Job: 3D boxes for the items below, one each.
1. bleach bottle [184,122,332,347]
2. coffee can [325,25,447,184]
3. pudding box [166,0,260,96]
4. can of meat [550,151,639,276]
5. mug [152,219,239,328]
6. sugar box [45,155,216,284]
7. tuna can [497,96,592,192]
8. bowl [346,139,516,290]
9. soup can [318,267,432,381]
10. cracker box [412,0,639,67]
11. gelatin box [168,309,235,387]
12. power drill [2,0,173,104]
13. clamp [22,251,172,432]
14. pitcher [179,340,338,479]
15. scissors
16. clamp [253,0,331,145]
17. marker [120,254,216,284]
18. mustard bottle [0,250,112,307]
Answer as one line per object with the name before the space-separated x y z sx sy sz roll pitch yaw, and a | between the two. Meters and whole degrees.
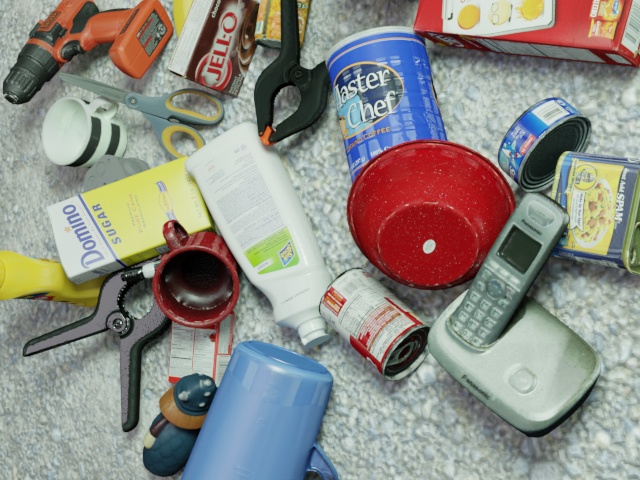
bleach bottle | -0.058 0.001 1.151 0.103 0.068 0.251 -32 68 20
coffee can | 0.068 -0.126 1.055 0.103 0.102 0.140 -21 72 32
pudding box | -0.114 -0.228 1.207 0.039 0.089 0.113 25 98 36
can of meat | 0.250 -0.026 0.940 0.084 0.057 0.102 11 89 38
mug | -0.138 0.029 1.168 0.093 0.081 0.117 -30 104 9
sugar box | -0.218 -0.023 1.229 0.176 0.048 0.093 -20 75 -2
tuna can | 0.202 -0.087 0.965 0.086 0.086 0.034 -53 57 18
bowl | 0.101 -0.010 0.987 0.162 0.055 0.162 5 123 7
soup can | 0.055 0.081 1.058 0.102 0.068 0.068 41 107 33
cracker box | 0.209 -0.255 0.993 0.214 0.072 0.164 14 90 37
gelatin box | -0.135 0.121 1.211 0.073 0.030 0.089 0 84 37
power drill | -0.288 -0.238 1.313 0.188 0.057 0.184 7 57 32
clamp | -0.244 0.097 1.256 0.164 0.036 0.210 28 90 6
pitcher | -0.064 0.235 1.096 0.145 0.149 0.243 23 94 50
scissors | -0.212 -0.144 1.258 0.202 0.016 0.096 5 102 7
clamp | -0.026 -0.185 1.137 0.120 0.039 0.171 38 93 12
marker | -0.171 0.029 1.224 0.121 0.020 0.020 -14 74 6
mustard bottle | -0.335 0.045 1.264 0.096 0.191 0.058 1 84 35
